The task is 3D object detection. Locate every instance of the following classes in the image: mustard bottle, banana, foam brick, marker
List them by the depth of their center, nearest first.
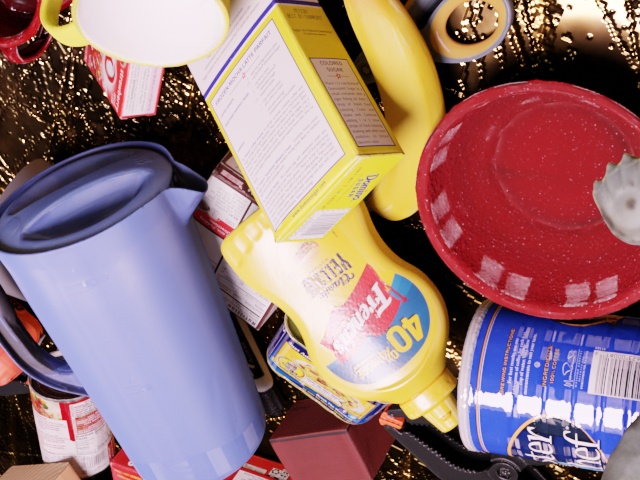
[{"bbox_3d":[0.046,-0.076,0.666,0.070,0.037,0.198,11,137,11],"label":"banana"},{"bbox_3d":[0.028,0.047,0.705,0.096,0.058,0.191,-39,89,7],"label":"mustard bottle"},{"bbox_3d":[0.010,0.158,0.849,0.078,0.052,0.051,-15,113,35],"label":"foam brick"},{"bbox_3d":[-0.057,0.092,0.861,0.020,0.020,0.121,-9,116,32],"label":"marker"}]

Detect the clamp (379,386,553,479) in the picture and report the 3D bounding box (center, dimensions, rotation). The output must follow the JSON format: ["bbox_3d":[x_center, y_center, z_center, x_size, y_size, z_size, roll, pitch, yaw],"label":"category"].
[{"bbox_3d":[0.146,0.170,0.796,0.210,0.036,0.164,14,127,19],"label":"clamp"}]

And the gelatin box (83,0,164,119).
[{"bbox_3d":[-0.130,-0.139,0.715,0.073,0.030,0.089,54,141,36],"label":"gelatin box"}]

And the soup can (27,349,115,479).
[{"bbox_3d":[-0.222,0.157,0.960,0.069,0.068,0.102,15,127,18],"label":"soup can"}]

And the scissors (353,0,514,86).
[{"bbox_3d":[0.050,-0.106,0.674,0.096,0.016,0.202,30,131,6],"label":"scissors"}]

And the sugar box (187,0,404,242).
[{"bbox_3d":[-0.026,-0.095,0.651,0.093,0.048,0.176,-45,61,40],"label":"sugar box"}]

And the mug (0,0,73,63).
[{"bbox_3d":[-0.199,-0.176,0.715,0.093,0.081,0.117,13,126,19],"label":"mug"}]

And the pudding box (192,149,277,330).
[{"bbox_3d":[-0.055,0.001,0.787,0.090,0.039,0.114,34,133,3],"label":"pudding box"}]

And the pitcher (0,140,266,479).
[{"bbox_3d":[-0.136,0.063,0.764,0.149,0.144,0.243,16,136,45],"label":"pitcher"}]

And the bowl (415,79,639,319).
[{"bbox_3d":[0.142,-0.032,0.649,0.162,0.055,0.162,14,126,19],"label":"bowl"}]

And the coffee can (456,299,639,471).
[{"bbox_3d":[0.171,0.096,0.690,0.140,0.102,0.103,5,123,24],"label":"coffee can"}]

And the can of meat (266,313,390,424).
[{"bbox_3d":[0.015,0.084,0.780,0.102,0.057,0.084,36,153,2],"label":"can of meat"}]
